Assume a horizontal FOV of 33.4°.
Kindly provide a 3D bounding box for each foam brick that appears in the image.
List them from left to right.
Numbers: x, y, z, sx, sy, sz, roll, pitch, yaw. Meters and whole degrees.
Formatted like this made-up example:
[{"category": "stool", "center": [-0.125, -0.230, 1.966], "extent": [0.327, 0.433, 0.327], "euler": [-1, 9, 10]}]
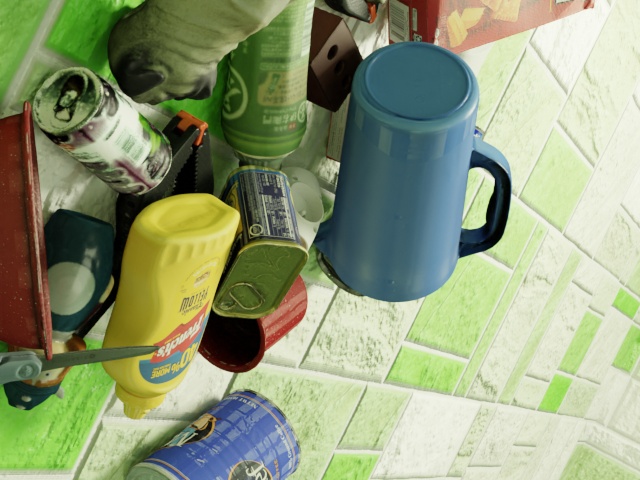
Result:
[{"category": "foam brick", "center": [-0.003, -0.157, 0.917], "extent": [0.053, 0.051, 0.078], "euler": [-57, 151, -11]}]

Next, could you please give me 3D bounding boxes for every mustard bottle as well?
[{"category": "mustard bottle", "center": [-0.124, 0.061, 0.823], "extent": [0.096, 0.058, 0.192], "euler": [-28, 144, -55]}]

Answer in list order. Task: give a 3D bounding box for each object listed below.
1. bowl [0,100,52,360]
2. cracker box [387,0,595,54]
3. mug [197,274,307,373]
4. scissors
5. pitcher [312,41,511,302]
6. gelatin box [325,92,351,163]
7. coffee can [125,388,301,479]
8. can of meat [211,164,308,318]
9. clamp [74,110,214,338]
[{"category": "bowl", "center": [-0.199, -0.004, 0.657], "extent": [0.055, 0.162, 0.162], "euler": [-5, 127, -13]}, {"category": "cracker box", "center": [0.166, -0.275, 0.999], "extent": [0.213, 0.072, 0.164], "euler": [-21, 128, -24]}, {"category": "mug", "center": [-0.069, 0.049, 0.958], "extent": [0.081, 0.093, 0.117], "euler": [-35, 105, -49]}, {"category": "scissors", "center": [-0.217, 0.100, 0.735], "extent": [0.201, 0.016, 0.096], "euler": [10, 121, -35]}, {"category": "pitcher", "center": [0.087, -0.061, 0.982], "extent": [0.149, 0.145, 0.243], "euler": [-36, 152, -25]}, {"category": "gelatin box", "center": [0.041, -0.126, 1.041], "extent": [0.073, 0.030, 0.089], "euler": [-32, 140, -42]}, {"category": "coffee can", "center": [-0.101, 0.221, 1.019], "extent": [0.140, 0.103, 0.103], "euler": [-34, 140, -43]}, {"category": "can of meat", "center": [-0.056, 0.001, 0.870], "extent": [0.057, 0.084, 0.102], "euler": [6, 141, -23]}, {"category": "clamp", "center": [-0.128, -0.001, 0.855], "extent": [0.164, 0.036, 0.210], "euler": [2, 115, -60]}]
